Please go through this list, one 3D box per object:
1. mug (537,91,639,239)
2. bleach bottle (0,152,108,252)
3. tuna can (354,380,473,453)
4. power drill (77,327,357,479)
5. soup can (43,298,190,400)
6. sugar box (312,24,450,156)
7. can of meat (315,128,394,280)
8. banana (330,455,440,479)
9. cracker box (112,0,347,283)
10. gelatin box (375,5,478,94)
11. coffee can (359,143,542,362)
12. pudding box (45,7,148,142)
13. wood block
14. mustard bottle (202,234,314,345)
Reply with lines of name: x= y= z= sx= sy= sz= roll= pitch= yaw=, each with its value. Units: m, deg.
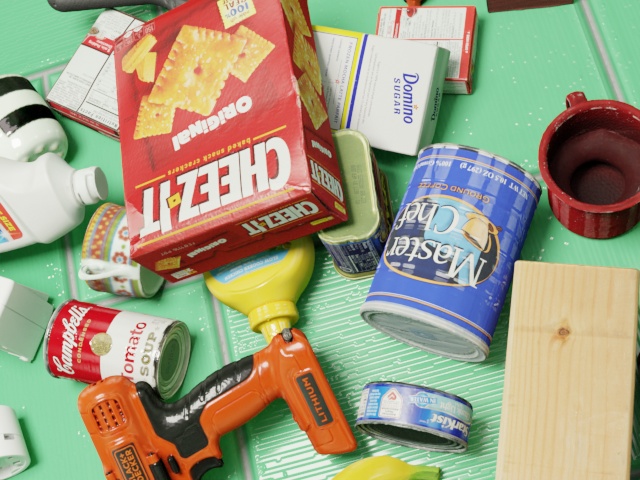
mug: x=0.215 y=-0.061 z=0.837 sx=0.093 sy=0.081 sz=0.117 roll=-19 pitch=67 yaw=6
bleach bottle: x=-0.307 y=-0.034 z=0.921 sx=0.251 sy=0.102 sz=0.068 roll=-10 pitch=25 yaw=12
tuna can: x=0.070 y=0.132 z=0.799 sx=0.086 sy=0.086 sz=0.033 roll=7 pitch=71 yaw=16
power drill: x=-0.070 y=0.163 z=0.817 sx=0.187 sy=0.057 sz=0.184 roll=-24 pitch=95 yaw=-4
soup can: x=-0.167 y=0.090 z=0.881 sx=0.102 sy=0.068 sz=0.068 roll=9 pitch=73 yaw=16
sugar box: x=0.016 y=-0.133 z=0.910 sx=0.176 sy=0.048 sz=0.093 roll=15 pitch=99 yaw=21
can of meat: x=0.025 y=-0.030 z=0.870 sx=0.057 sy=0.084 sz=0.102 roll=-11 pitch=68 yaw=9
banana: x=0.009 y=0.234 z=0.802 sx=0.070 sy=0.037 sz=0.197 roll=32 pitch=80 yaw=23
cracker box: x=-0.079 y=-0.095 z=0.853 sx=0.164 sy=0.072 sz=0.214 roll=-20 pitch=62 yaw=21
gelatin box: x=0.091 y=-0.167 z=0.935 sx=0.089 sy=0.030 sz=0.073 roll=3 pitch=72 yaw=17
coffee can: x=0.101 y=0.010 z=0.827 sx=0.103 sy=0.102 sz=0.140 roll=16 pitch=74 yaw=18
pudding box: x=-0.187 y=-0.153 z=0.992 sx=0.090 sy=0.039 sz=0.113 roll=26 pitch=79 yaw=21
wood block: x=0.179 y=0.128 z=0.772 sx=0.091 sy=0.090 sz=0.206 roll=4 pitch=71 yaw=16
mustard bottle: x=-0.056 y=0.001 z=0.891 sx=0.096 sy=0.058 sz=0.191 roll=-22 pitch=66 yaw=14
